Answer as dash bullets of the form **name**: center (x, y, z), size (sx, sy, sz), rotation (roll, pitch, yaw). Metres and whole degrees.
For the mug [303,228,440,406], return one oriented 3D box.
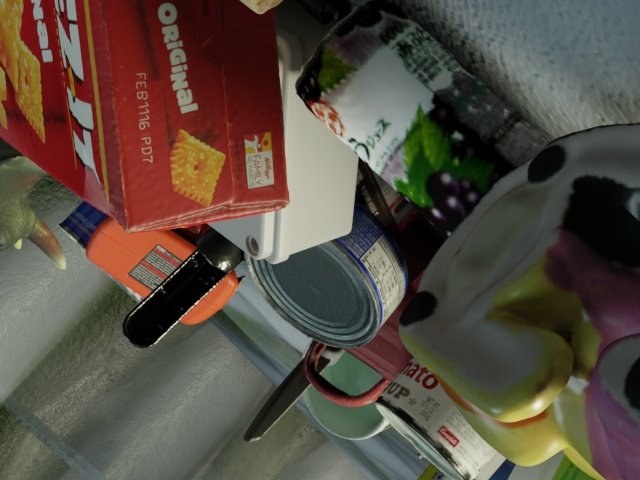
- **mug**: center (0.037, 0.046, 0.636), size (0.082, 0.117, 0.093), rotation (32, 172, 29)

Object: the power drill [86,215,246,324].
- **power drill**: center (-0.118, -0.038, 0.791), size (0.184, 0.057, 0.187), rotation (35, -152, -21)

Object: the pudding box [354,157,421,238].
- **pudding box**: center (-0.002, -0.056, 0.585), size (0.114, 0.039, 0.090), rotation (38, 169, 35)

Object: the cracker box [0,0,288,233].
- **cracker box**: center (-0.093, -0.108, 0.432), size (0.214, 0.072, 0.164), rotation (28, 126, 59)

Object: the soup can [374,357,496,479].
- **soup can**: center (0.087, 0.073, 0.579), size (0.068, 0.102, 0.068), rotation (42, 170, 9)

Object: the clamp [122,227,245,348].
- **clamp**: center (-0.054, 0.001, 0.663), size (0.120, 0.171, 0.039), rotation (-35, 94, 36)

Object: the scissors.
- **scissors**: center (0.024, 0.073, 0.687), size (0.096, 0.201, 0.016), rotation (23, 131, 0)

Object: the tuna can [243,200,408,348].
- **tuna can**: center (0.003, 0.014, 0.565), size (0.086, 0.033, 0.086), rotation (27, 142, 23)
